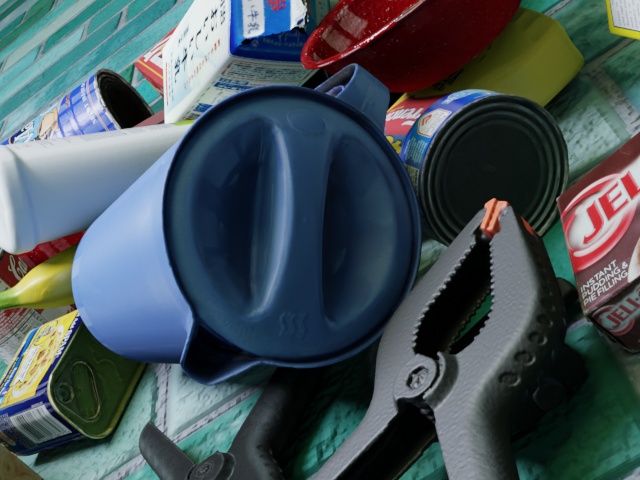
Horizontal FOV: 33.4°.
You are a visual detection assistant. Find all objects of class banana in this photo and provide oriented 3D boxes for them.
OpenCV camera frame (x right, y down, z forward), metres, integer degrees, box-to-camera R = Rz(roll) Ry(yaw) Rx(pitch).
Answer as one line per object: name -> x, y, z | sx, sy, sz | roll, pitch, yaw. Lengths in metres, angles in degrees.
banana -> -0.155, 0.004, 0.749 | 0.070, 0.037, 0.197 | 10, 22, 15

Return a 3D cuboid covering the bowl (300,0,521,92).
bowl -> 0.066, -0.138, 0.633 | 0.162, 0.055, 0.162 | -37, 21, 16

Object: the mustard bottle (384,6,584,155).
mustard bottle -> 0.064, -0.058, 0.644 | 0.191, 0.058, 0.096 | -45, 26, -7

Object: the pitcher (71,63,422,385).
pitcher -> -0.054, 0.001, 0.597 | 0.149, 0.145, 0.243 | -12, -3, -27

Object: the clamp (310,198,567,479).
clamp -> 0.044, 0.073, 0.455 | 0.165, 0.036, 0.209 | -19, 39, 43

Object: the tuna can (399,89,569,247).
tuna can -> 0.084, -0.035, 0.554 | 0.086, 0.086, 0.034 | -44, 25, -6

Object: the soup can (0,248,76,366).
soup can -> -0.228, 0.058, 0.802 | 0.069, 0.102, 0.068 | -31, 28, 19

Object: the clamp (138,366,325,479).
clamp -> -0.041, 0.119, 0.541 | 0.120, 0.039, 0.171 | -39, 27, 9

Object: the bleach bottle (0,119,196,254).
bleach bottle -> -0.109, -0.055, 0.751 | 0.250, 0.068, 0.103 | -15, 15, -26

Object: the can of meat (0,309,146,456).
can of meat -> -0.173, 0.093, 0.729 | 0.084, 0.057, 0.102 | -22, 32, 36

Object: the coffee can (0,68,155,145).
coffee can -> -0.231, -0.082, 1.014 | 0.140, 0.102, 0.103 | -33, 28, 15
